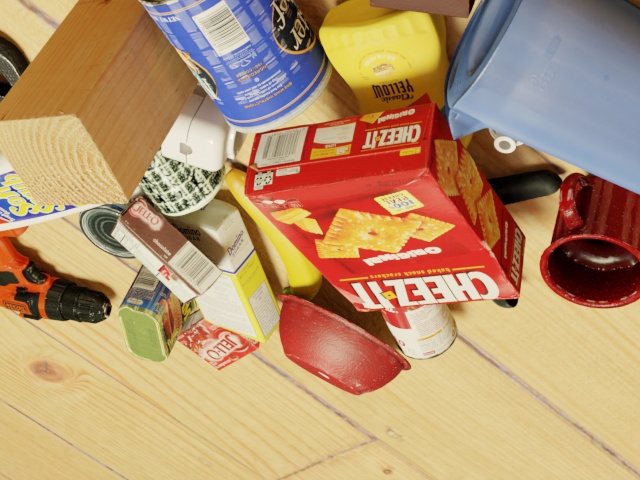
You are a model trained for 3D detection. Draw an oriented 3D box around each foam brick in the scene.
[{"bbox_3d":[0.079,-0.204,0.791,0.078,0.051,0.053,10,140,15],"label":"foam brick"}]

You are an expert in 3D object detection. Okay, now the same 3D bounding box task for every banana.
[{"bbox_3d":[-0.039,0.005,1.098,0.070,0.037,0.197,2,137,24],"label":"banana"}]

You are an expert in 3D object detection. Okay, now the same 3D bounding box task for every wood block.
[{"bbox_3d":[-0.170,-0.131,0.870,0.091,0.206,0.090,-1,136,26],"label":"wood block"}]

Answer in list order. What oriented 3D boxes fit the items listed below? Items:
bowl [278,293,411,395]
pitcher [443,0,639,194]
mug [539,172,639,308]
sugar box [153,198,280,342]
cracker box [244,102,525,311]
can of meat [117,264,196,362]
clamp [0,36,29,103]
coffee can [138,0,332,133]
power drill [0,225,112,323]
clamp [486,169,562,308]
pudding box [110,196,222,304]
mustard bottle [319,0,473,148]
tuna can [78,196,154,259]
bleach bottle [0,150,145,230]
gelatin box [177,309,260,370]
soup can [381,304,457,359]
[{"bbox_3d":[0.014,0.119,1.136,0.162,0.055,0.162,28,168,6],"label":"bowl"},{"bbox_3d":[0.225,-0.114,0.777,0.242,0.145,0.149,25,153,-9],"label":"pitcher"},{"bbox_3d":[0.235,-0.009,0.915,0.093,0.081,0.117,-16,128,38],"label":"mug"},{"bbox_3d":[-0.107,0.027,1.138,0.093,0.048,0.176,17,141,32],"label":"sugar box"},{"bbox_3d":[0.060,-0.018,0.896,0.164,0.072,0.213,-6,147,29],"label":"cracker box"},{"bbox_3d":[-0.187,0.078,1.215,0.057,0.083,0.102,12,140,13],"label":"can of meat"},{"bbox_3d":[-0.353,-0.176,1.037,0.171,0.039,0.120,41,132,-18],"label":"clamp"},{"bbox_3d":[-0.067,-0.170,0.851,0.103,0.102,0.140,-7,137,31],"label":"coffee can"},{"bbox_3d":[-0.347,0.025,1.252,0.185,0.057,0.187,8,139,17],"label":"power drill"},{"bbox_3d":[0.109,-0.017,0.998,0.210,0.036,0.165,13,132,14],"label":"clamp"},{"bbox_3d":[-0.157,0.011,1.072,0.113,0.039,0.090,45,164,-5],"label":"pudding box"},{"bbox_3d":[0.076,-0.112,0.885,0.096,0.058,0.191,-7,130,26],"label":"mustard bottle"},{"bbox_3d":[-0.218,-0.019,1.159,0.086,0.033,0.086,13,140,11],"label":"tuna can"},{"bbox_3d":[-0.302,-0.052,1.074,0.251,0.068,0.102,-20,130,16],"label":"bleach bottle"},{"bbox_3d":[-0.121,0.113,1.266,0.073,0.030,0.089,38,139,-19],"label":"gelatin box"},{"bbox_3d":[0.094,0.064,1.077,0.069,0.068,0.102,-1,136,26],"label":"soup can"}]
